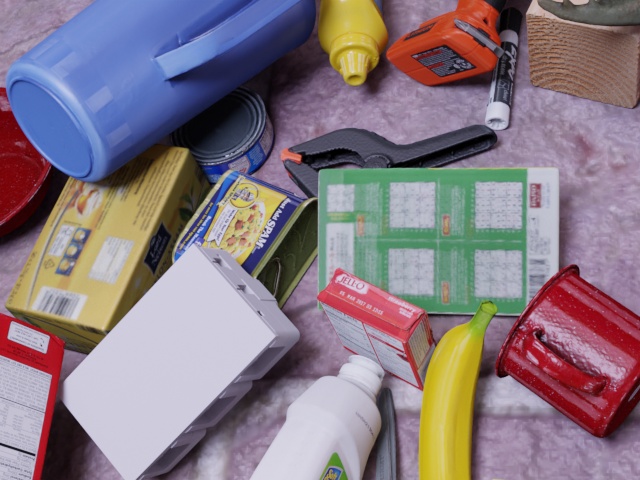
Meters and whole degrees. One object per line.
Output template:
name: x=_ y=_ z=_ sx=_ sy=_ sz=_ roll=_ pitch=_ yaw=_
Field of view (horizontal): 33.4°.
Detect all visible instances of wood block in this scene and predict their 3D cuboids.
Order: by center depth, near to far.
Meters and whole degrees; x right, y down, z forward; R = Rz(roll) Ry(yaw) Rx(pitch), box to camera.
wood block: x=0.247 y=-0.221 z=0.866 sx=0.090 sy=0.091 sz=0.206 roll=18 pitch=66 yaw=23

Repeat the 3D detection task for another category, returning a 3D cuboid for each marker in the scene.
marker: x=0.153 y=-0.146 z=0.889 sx=0.020 sy=0.020 sz=0.121 roll=3 pitch=60 yaw=17

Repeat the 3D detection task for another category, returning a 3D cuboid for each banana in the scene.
banana: x=0.087 y=0.140 z=0.706 sx=0.037 sy=0.070 sz=0.198 roll=7 pitch=72 yaw=-7

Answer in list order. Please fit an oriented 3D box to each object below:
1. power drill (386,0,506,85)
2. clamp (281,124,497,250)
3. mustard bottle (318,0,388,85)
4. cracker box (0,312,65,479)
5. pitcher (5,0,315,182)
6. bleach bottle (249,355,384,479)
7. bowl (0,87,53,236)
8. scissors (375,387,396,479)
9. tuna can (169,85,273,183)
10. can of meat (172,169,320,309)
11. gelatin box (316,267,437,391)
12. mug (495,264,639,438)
power drill: x=0.123 y=-0.224 z=0.890 sx=0.185 sy=0.057 sz=0.187 roll=-2 pitch=62 yaw=64
clamp: x=0.050 y=-0.040 z=0.843 sx=0.172 sy=0.039 sz=0.120 roll=1 pitch=57 yaw=16
mustard bottle: x=0.027 y=-0.212 z=0.918 sx=0.058 sy=0.096 sz=0.191 roll=-8 pitch=58 yaw=10
cracker box: x=-0.261 y=0.175 z=0.741 sx=0.164 sy=0.072 sz=0.213 roll=-25 pitch=50 yaw=39
pitcher: x=-0.119 y=-0.155 z=0.844 sx=0.145 sy=0.149 sz=0.242 roll=38 pitch=59 yaw=14
bleach bottle: x=-0.019 y=0.190 z=0.697 sx=0.068 sy=0.102 sz=0.250 roll=12 pitch=57 yaw=30
bowl: x=-0.296 y=-0.055 z=0.937 sx=0.162 sy=0.055 sz=0.162 roll=-7 pitch=58 yaw=11
scissors: x=0.030 y=0.197 z=0.713 sx=0.096 sy=0.016 sz=0.202 roll=-38 pitch=36 yaw=19
tuna can: x=-0.084 y=-0.091 z=0.912 sx=0.086 sy=0.033 sz=0.086 roll=-7 pitch=58 yaw=11
can of meat: x=-0.056 y=0.001 z=0.836 sx=0.084 sy=0.057 sz=0.102 roll=23 pitch=68 yaw=28
gelatin box: x=0.043 y=0.063 z=0.750 sx=0.073 sy=0.089 sz=0.030 roll=26 pitch=69 yaw=27
mug: x=0.170 y=0.076 z=0.697 sx=0.082 sy=0.117 sz=0.093 roll=36 pitch=105 yaw=25
